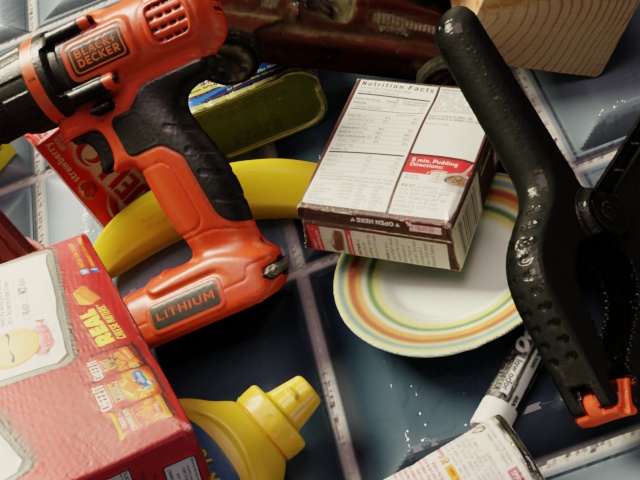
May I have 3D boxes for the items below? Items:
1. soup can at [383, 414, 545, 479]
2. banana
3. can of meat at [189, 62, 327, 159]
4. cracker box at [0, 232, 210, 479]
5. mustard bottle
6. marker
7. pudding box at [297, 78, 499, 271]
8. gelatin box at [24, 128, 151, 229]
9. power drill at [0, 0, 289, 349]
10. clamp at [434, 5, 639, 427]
[{"bbox_3d":[0.052,0.130,0.475,0.102,0.068,0.068,-29,49,-1],"label":"soup can"},{"bbox_3d":[-0.063,-0.014,0.657,0.198,0.037,0.069,-20,69,9],"label":"banana"},{"bbox_3d":[-0.052,-0.108,0.708,0.102,0.057,0.084,-22,51,5],"label":"can of meat"},{"bbox_3d":[-0.175,0.098,0.480,0.213,0.072,0.164,-23,39,-16],"label":"cracker box"},{"bbox_3d":[-0.077,0.136,0.528,0.191,0.058,0.096,-40,65,-11],"label":"mustard bottle"},{"bbox_3d":[0.111,0.047,0.546,0.020,0.020,0.121,18,63,32],"label":"marker"},{"bbox_3d":[0.048,-0.040,0.596,0.090,0.039,0.113,8,48,22],"label":"pudding box"},{"bbox_3d":[-0.131,-0.056,0.678,0.073,0.089,0.030,-41,41,-10],"label":"gelatin box"},{"bbox_3d":[-0.113,-0.033,0.602,0.184,0.187,0.057,-22,4,14],"label":"power drill"},{"bbox_3d":[0.122,-0.015,0.529,0.036,0.164,0.210,-37,40,52],"label":"clamp"}]
